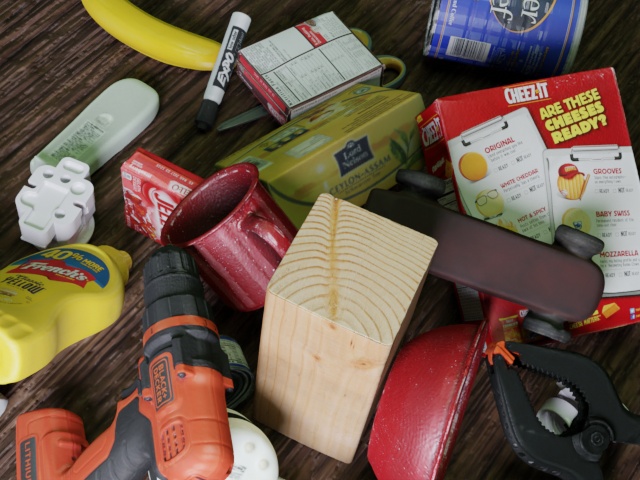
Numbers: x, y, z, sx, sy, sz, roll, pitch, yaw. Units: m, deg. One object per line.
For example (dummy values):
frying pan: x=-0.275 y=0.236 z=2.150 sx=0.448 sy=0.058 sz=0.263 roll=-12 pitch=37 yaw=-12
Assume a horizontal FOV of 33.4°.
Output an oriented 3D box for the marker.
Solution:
marker: x=-0.093 y=-0.159 z=1.009 sx=0.020 sy=0.020 sz=0.121 roll=17 pitch=76 yaw=4

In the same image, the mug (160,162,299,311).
mug: x=-0.055 y=0.001 z=0.812 sx=0.093 sy=0.117 sz=0.081 roll=-51 pitch=119 yaw=-22

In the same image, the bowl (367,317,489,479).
bowl: x=0.075 y=0.126 z=0.784 sx=0.055 sy=0.162 sz=0.162 roll=17 pitch=57 yaw=13

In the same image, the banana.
banana: x=-0.172 y=-0.216 z=1.046 sx=0.198 sy=0.037 sz=0.069 roll=38 pitch=60 yaw=17

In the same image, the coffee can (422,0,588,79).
coffee can: x=0.180 y=-0.218 z=1.050 sx=0.140 sy=0.103 sz=0.102 roll=11 pitch=57 yaw=1

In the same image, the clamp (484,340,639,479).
clamp: x=0.213 y=0.146 z=0.807 sx=0.164 sy=0.036 sz=0.210 roll=-39 pitch=88 yaw=-12

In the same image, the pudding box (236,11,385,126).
pudding box: x=-0.009 y=-0.161 z=1.009 sx=0.113 sy=0.039 sz=0.090 roll=-28 pitch=63 yaw=-20

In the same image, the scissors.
scissors: x=-0.016 y=-0.160 z=1.042 sx=0.201 sy=0.016 sz=0.096 roll=-12 pitch=58 yaw=-14

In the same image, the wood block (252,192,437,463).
wood block: x=0.011 y=0.072 z=0.781 sx=0.090 sy=0.206 sz=0.090 roll=24 pitch=58 yaw=9

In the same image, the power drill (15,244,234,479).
power drill: x=-0.141 y=0.115 z=0.753 sx=0.057 sy=0.188 sz=0.184 roll=25 pitch=38 yaw=-39

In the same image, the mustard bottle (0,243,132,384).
mustard bottle: x=-0.209 y=0.045 z=0.829 sx=0.096 sy=0.058 sz=0.191 roll=15 pitch=23 yaw=22

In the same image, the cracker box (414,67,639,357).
cracker box: x=0.184 y=-0.023 z=0.896 sx=0.164 sy=0.072 sz=0.214 roll=-12 pitch=86 yaw=-14

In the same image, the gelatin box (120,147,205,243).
gelatin box: x=-0.129 y=-0.029 z=0.899 sx=0.073 sy=0.089 sz=0.030 roll=28 pitch=58 yaw=11
